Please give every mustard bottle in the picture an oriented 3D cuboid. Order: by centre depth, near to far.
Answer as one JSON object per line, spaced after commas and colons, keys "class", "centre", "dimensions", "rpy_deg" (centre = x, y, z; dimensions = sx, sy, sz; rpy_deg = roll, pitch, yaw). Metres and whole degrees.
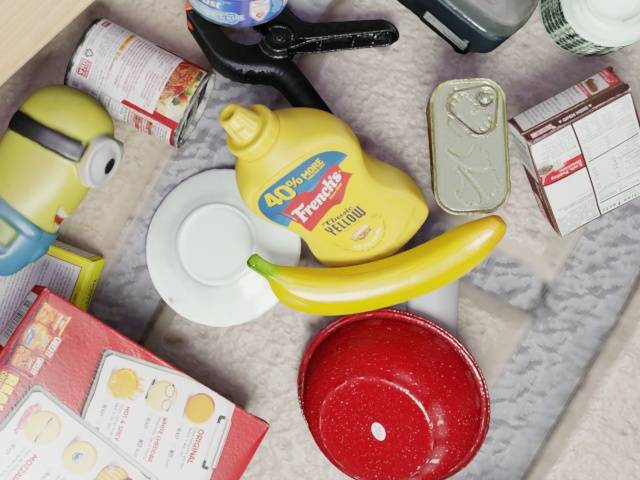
{"class": "mustard bottle", "centre": [-0.007, -0.047, 0.801], "dimensions": [0.096, 0.058, 0.191], "rpy_deg": [-34, 136, 20]}

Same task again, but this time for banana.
{"class": "banana", "centre": [0.047, 0.025, 0.821], "dimensions": [0.198, 0.069, 0.037], "rpy_deg": [-11, 55, 6]}

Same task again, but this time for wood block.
{"class": "wood block", "centre": [-0.278, -0.166, 0.830], "dimensions": [0.206, 0.090, 0.090], "rpy_deg": [-41, 120, 5]}

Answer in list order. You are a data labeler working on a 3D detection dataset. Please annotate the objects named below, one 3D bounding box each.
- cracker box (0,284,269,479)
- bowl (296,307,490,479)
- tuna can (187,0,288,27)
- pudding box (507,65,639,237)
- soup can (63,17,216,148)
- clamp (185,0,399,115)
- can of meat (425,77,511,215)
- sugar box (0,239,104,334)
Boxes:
{"class": "cracker box", "centre": [-0.173, 0.157, 0.826], "dimensions": [0.213, 0.072, 0.164], "rpy_deg": [35, 78, -20]}
{"class": "bowl", "centre": [0.050, 0.138, 0.843], "dimensions": [0.162, 0.055, 0.162], "rpy_deg": [6, 111, 17]}
{"class": "tuna can", "centre": [-0.065, -0.208, 0.837], "dimensions": [0.086, 0.034, 0.086], "rpy_deg": [2, 55, -3]}
{"class": "pudding box", "centre": [0.205, -0.066, 0.830], "dimensions": [0.090, 0.039, 0.113], "rpy_deg": [-28, 133, 3]}
{"class": "soup can", "centre": [-0.144, -0.126, 0.852], "dimensions": [0.102, 0.068, 0.068], "rpy_deg": [27, 95, 0]}
{"class": "clamp", "centre": [-0.031, -0.142, 0.846], "dimensions": [0.171, 0.039, 0.120], "rpy_deg": [14, 61, 4]}
{"class": "can of meat", "centre": [0.113, -0.073, 0.837], "dimensions": [0.057, 0.084, 0.102], "rpy_deg": [-4, 94, 3]}
{"class": "sugar box", "centre": [-0.278, 0.027, 0.881], "dimensions": [0.176, 0.048, 0.093], "rpy_deg": [22, 94, 4]}
